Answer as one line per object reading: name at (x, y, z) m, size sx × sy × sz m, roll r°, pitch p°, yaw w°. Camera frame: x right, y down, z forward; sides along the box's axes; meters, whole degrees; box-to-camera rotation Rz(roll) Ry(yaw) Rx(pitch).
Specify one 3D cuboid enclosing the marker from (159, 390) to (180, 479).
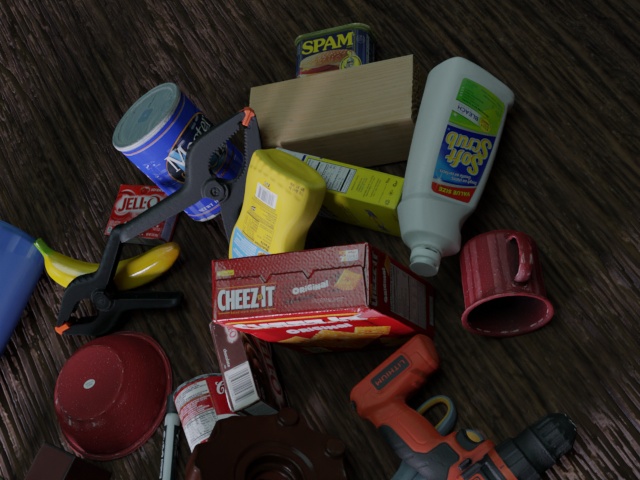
marker at (-0.170, 0.229, 1.212) m, size 0.020 × 0.020 × 0.121 m, roll -9°, pitch 62°, yaw 21°

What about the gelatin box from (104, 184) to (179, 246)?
gelatin box at (-0.225, -0.033, 1.362) m, size 0.089 × 0.030 × 0.073 m, roll 5°, pitch 68°, yaw 27°

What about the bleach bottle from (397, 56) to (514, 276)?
bleach bottle at (0.140, -0.072, 1.140) m, size 0.068 × 0.102 × 0.250 m, roll -27°, pitch 40°, yaw 50°

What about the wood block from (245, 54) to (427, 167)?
wood block at (0.026, -0.141, 1.260) m, size 0.206 × 0.090 × 0.091 m, roll -8°, pitch 62°, yaw 22°

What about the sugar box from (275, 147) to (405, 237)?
sugar box at (0.031, -0.052, 1.211) m, size 0.176 × 0.093 × 0.048 m, roll 13°, pitch 72°, yaw 31°

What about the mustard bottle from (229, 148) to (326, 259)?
mustard bottle at (-0.057, 0.001, 1.189) m, size 0.096 × 0.058 × 0.192 m, roll 35°, pitch 119°, yaw 34°

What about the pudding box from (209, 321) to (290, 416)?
pudding box at (-0.075, 0.144, 1.166) m, size 0.039 × 0.090 × 0.113 m, roll -25°, pitch 58°, yaw 14°

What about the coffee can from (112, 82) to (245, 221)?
coffee can at (-0.165, -0.105, 1.286) m, size 0.103 × 0.140 × 0.103 m, roll -29°, pitch 35°, yaw 23°

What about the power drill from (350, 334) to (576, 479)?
power drill at (0.131, 0.183, 1.047) m, size 0.184 × 0.057 × 0.188 m, roll -39°, pitch 57°, yaw 2°

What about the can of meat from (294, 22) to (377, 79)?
can of meat at (0.018, -0.212, 1.319) m, size 0.102 × 0.057 × 0.084 m, roll -8°, pitch 65°, yaw 22°

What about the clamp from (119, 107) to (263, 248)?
clamp at (-0.132, -0.058, 1.230) m, size 0.164 × 0.036 × 0.210 m, roll 16°, pitch 103°, yaw -10°

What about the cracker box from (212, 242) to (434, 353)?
cracker box at (0.009, 0.065, 1.089) m, size 0.164 × 0.213 × 0.072 m, roll -7°, pitch 75°, yaw 21°

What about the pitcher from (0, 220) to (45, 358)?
pitcher at (-0.456, 0.092, 1.351) m, size 0.145 × 0.149 × 0.242 m, roll -4°, pitch 56°, yaw 56°

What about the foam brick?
foam brick at (-0.286, 0.270, 1.213) m, size 0.051 × 0.078 × 0.053 m, roll 15°, pitch 71°, yaw 31°

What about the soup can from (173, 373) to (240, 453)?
soup can at (-0.116, 0.206, 1.168) m, size 0.068 × 0.068 × 0.102 m, roll -29°, pitch 57°, yaw 10°

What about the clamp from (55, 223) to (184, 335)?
clamp at (-0.250, 0.071, 1.299) m, size 0.120 × 0.039 × 0.172 m, roll 47°, pitch 116°, yaw 0°

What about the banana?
banana at (-0.264, 0.034, 1.328) m, size 0.198 × 0.069 × 0.037 m, roll 1°, pitch 34°, yaw 14°

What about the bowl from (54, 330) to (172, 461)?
bowl at (-0.257, 0.175, 1.260) m, size 0.162 × 0.055 × 0.162 m, roll -11°, pitch 62°, yaw 21°

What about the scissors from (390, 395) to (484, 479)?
scissors at (0.095, 0.253, 1.075) m, size 0.096 × 0.016 × 0.201 m, roll 22°, pitch 77°, yaw 32°

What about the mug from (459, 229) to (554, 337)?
mug at (0.188, 0.036, 1.083) m, size 0.093 × 0.117 × 0.081 m, roll 2°, pitch 57°, yaw -8°
